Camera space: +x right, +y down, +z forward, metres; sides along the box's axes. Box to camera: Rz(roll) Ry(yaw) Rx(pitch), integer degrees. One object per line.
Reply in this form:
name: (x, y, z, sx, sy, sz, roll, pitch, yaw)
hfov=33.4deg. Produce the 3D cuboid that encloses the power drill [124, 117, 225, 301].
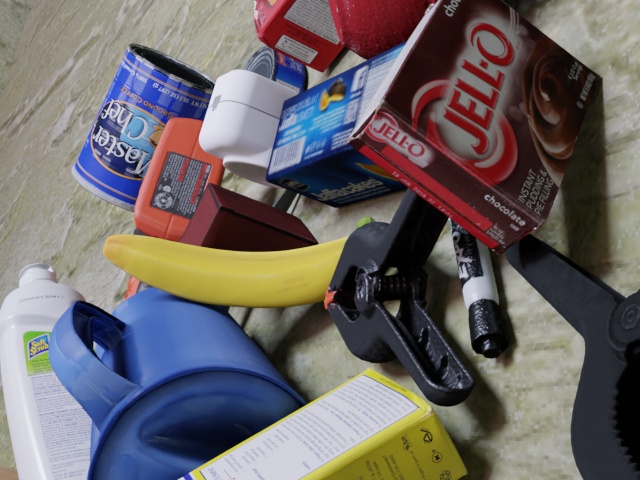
power drill: (-0.118, -0.022, 0.888, 0.188, 0.057, 0.184, 115, 169, -61)

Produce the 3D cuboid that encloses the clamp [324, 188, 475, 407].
clamp: (0.040, 0.016, 0.573, 0.172, 0.039, 0.120, -174, 91, -71)

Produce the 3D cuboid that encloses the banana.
banana: (-0.045, 0.015, 0.691, 0.198, 0.069, 0.037, -5, 36, 24)

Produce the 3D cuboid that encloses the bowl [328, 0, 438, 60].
bowl: (0.028, -0.169, 0.644, 0.162, 0.055, 0.162, -15, -89, -89)

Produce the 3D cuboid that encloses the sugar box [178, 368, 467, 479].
sugar box: (-0.027, 0.129, 0.515, 0.176, 0.048, 0.093, -31, 12, -12)

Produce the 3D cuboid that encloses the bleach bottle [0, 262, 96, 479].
bleach bottle: (-0.188, 0.119, 0.815, 0.068, 0.102, 0.251, -64, 37, 40)

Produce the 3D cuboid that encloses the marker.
marker: (0.080, 0.010, 0.553, 0.020, 0.020, 0.121, -49, 32, 38)

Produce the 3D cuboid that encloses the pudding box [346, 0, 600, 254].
pudding box: (0.074, -0.062, 0.500, 0.039, 0.090, 0.113, -44, 13, 49)

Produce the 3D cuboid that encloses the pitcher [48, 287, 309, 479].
pitcher: (-0.091, 0.100, 0.670, 0.243, 0.145, 0.149, -140, 46, -71)

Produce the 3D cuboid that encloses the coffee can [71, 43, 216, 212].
coffee can: (-0.172, -0.109, 1.060, 0.140, 0.102, 0.103, -62, 25, 14)

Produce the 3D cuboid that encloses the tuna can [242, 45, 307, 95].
tuna can: (-0.046, -0.117, 0.891, 0.086, 0.033, 0.086, -45, 34, 42)

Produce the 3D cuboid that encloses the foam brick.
foam brick: (-0.053, 0.001, 0.761, 0.051, 0.078, 0.053, -63, 23, 13)
